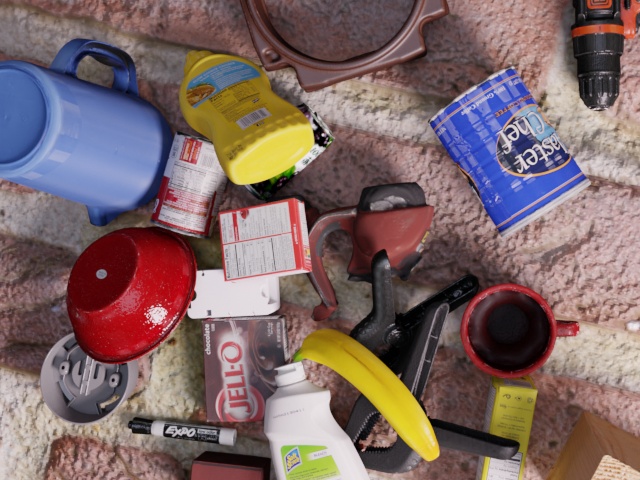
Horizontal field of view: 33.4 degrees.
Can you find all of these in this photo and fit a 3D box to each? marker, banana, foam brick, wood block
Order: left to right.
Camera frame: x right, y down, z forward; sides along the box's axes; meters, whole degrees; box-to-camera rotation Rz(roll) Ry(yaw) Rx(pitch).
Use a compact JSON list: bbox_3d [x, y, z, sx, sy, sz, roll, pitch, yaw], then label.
[{"bbox_3d":[-0.152,0.209,1.169,0.121,0.020,0.020,5,92,9],"label":"marker"},{"bbox_3d":[-0.096,0.259,1.145,0.078,0.053,0.051,4,92,10],"label":"foam brick"},{"bbox_3d":[0.046,0.140,1.062,0.037,0.069,0.198,-36,51,-25],"label":"banana"},{"bbox_3d":[0.276,0.237,1.004,0.090,0.206,0.091,27,95,8],"label":"wood block"}]

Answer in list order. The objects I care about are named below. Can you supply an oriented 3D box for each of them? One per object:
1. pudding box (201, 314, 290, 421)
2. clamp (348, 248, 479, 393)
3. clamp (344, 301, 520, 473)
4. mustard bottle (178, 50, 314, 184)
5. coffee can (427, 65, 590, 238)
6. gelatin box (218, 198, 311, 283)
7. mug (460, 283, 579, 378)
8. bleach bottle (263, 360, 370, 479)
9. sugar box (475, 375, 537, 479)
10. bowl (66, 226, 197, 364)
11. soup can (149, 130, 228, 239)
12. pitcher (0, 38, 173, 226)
[{"bbox_3d":[-0.078,0.137,1.145,0.090,0.039,0.113,-2,91,9],"label":"pudding box"},{"bbox_3d":[0.087,0.087,1.098,0.120,0.039,0.172,11,123,-13],"label":"clamp"},{"bbox_3d":[0.089,0.166,1.077,0.210,0.036,0.164,-31,72,39],"label":"clamp"},{"bbox_3d":[-0.092,-0.141,1.102,0.096,0.058,0.192,-29,52,-12],"label":"mustard bottle"},{"bbox_3d":[0.187,-0.088,1.065,0.103,0.102,0.140,-33,86,8],"label":"coffee can"},{"bbox_3d":[-0.057,0.001,1.084,0.089,0.030,0.073,-10,80,19],"label":"gelatin box"},{"bbox_3d":[0.201,0.087,1.077,0.117,0.081,0.093,-3,91,10],"label":"mug"},{"bbox_3d":[0.009,0.245,1.088,0.102,0.068,0.251,-17,86,9],"label":"bleach bottle"},{"bbox_3d":[0.182,0.226,1.078,0.048,0.093,0.176,7,93,7],"label":"sugar box"},{"bbox_3d":[-0.211,0.045,1.117,0.162,0.055,0.162,-16,55,24],"label":"bowl"},{"bbox_3d":[-0.135,-0.059,1.136,0.068,0.068,0.102,17,93,8],"label":"soup can"},{"bbox_3d":[-0.250,-0.114,1.066,0.145,0.242,0.149,-35,79,10],"label":"pitcher"}]
